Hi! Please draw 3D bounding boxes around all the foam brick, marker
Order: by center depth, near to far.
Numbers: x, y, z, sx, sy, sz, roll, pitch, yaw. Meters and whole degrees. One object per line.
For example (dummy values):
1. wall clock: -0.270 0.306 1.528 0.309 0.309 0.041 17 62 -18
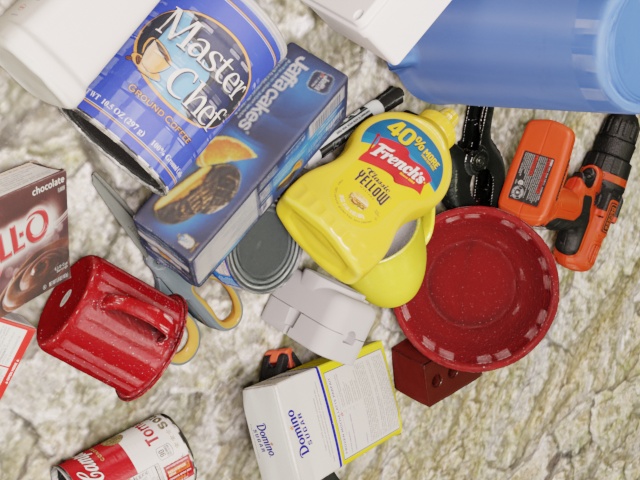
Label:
1. marker: 0.028 -0.103 0.948 0.121 0.020 0.020 -37 127 -22
2. foam brick: 0.119 0.124 1.091 0.078 0.051 0.053 -26 122 -29

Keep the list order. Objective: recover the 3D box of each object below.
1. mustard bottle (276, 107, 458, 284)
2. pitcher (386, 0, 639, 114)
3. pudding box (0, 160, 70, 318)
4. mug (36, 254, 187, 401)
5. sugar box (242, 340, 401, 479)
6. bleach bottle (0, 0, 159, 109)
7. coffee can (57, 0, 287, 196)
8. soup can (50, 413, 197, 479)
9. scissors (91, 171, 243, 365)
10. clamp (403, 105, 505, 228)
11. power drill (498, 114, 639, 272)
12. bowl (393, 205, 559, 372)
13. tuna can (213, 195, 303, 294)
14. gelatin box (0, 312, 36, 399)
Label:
1. mustard bottle: 0.057 -0.055 0.917 0.096 0.058 0.191 45 61 3
2. pitcher: 0.183 -0.171 0.870 0.144 0.243 0.149 28 85 -35
3. pudding box: -0.225 0.004 0.744 0.113 0.039 0.090 -39 140 -54
4. mug: -0.154 0.062 0.802 0.081 0.117 0.093 33 65 -28
5. sugar box: 0.005 0.153 0.948 0.175 0.048 0.093 -12 89 -53
6. bleach bottle: -0.119 -0.203 0.731 0.250 0.103 0.068 -50 121 -11
7. coffee can: -0.107 -0.118 0.776 0.140 0.103 0.102 -51 131 -10
8. soup can: -0.162 0.195 0.884 0.102 0.069 0.068 -25 122 -30
9. scissors: -0.140 0.034 0.870 0.201 0.016 0.096 39 82 -41
10. clamp: 0.148 -0.091 1.037 0.120 0.039 0.171 -39 131 -14
11. power drill: 0.266 -0.066 1.111 0.187 0.057 0.184 17 92 -52
12. bowl: 0.150 0.046 1.050 0.162 0.055 0.162 0 94 4
13. tuna can: -0.056 0.001 0.902 0.085 0.034 0.086 -9 103 -43
14. gelatin box: -0.265 0.080 0.780 0.089 0.030 0.073 25 92 -42
